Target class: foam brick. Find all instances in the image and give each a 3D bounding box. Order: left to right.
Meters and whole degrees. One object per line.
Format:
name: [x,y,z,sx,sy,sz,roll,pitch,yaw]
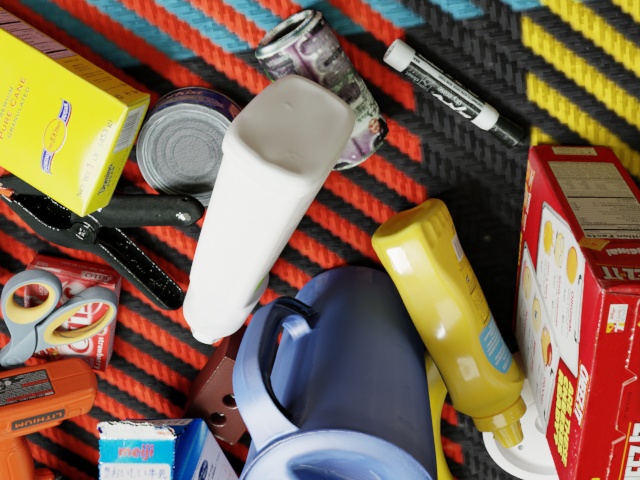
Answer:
foam brick: [-0.071,0.118,0.883,0.053,0.051,0.078,29,116,-11]

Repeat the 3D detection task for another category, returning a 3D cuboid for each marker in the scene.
marker: [0.099,-0.104,0.770,0.121,0.020,0.020,33,115,-13]

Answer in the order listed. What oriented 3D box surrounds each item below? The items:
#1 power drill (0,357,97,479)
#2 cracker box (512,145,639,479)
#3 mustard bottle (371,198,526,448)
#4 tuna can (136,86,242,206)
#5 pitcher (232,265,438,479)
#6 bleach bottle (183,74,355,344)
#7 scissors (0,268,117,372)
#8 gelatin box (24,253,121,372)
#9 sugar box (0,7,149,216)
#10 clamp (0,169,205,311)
power drill: [-0.223,0.191,0.889,0.184,0.057,0.188,-11,123,-26]
cracker box: [0.188,0.050,0.733,0.072,0.213,0.164,0,118,-1]
mustard bottle: [0.104,0.067,0.793,0.058,0.096,0.191,-24,98,16]
tuna can: [-0.093,-0.069,0.796,0.086,0.033,0.086,2,118,4]
pitcher: [0.013,0.111,0.764,0.145,0.242,0.149,9,118,0]
bleach bottle: [-0.055,0.001,0.770,0.068,0.102,0.251,32,137,4]
scissors: [-0.253,0.080,0.850,0.202,0.016,0.096,-28,135,17]
gelatin box: [-0.205,0.059,0.875,0.073,0.030,0.089,12,119,-2]
sugar box: [-0.215,-0.102,0.753,0.176,0.048,0.093,30,112,6]
clamp: [-0.165,-0.021,0.810,0.171,0.039,0.120,28,130,-4]
